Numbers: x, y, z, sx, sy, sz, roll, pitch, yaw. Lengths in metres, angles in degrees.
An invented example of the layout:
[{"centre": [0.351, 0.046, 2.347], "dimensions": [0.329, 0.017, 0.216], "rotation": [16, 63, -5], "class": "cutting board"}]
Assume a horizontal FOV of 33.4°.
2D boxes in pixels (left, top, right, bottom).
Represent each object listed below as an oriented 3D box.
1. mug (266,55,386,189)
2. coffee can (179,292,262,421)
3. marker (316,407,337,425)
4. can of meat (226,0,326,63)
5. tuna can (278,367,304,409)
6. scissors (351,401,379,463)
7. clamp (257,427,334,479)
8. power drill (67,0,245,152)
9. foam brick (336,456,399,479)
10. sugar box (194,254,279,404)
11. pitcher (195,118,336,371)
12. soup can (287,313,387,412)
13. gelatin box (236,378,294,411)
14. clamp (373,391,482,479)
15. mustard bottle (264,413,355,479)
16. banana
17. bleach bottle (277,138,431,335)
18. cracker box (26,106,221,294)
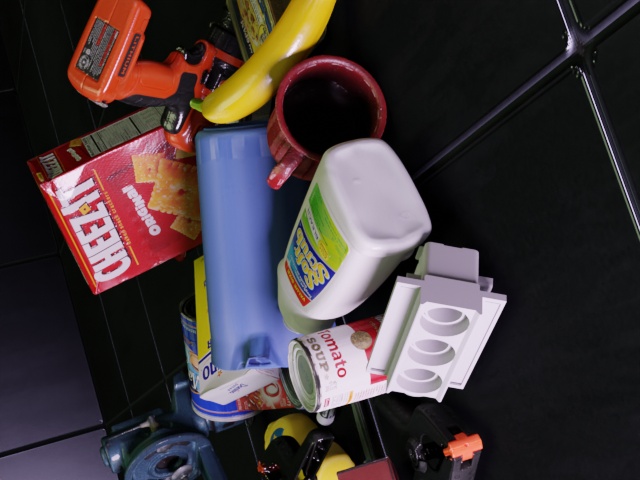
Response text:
[{"centre": [-0.006, -0.089, 0.899], "dimensions": [0.093, 0.117, 0.082], "rotation": [36, 163, -3], "class": "mug"}, {"centre": [-0.118, 0.140, 1.336], "dimensions": [0.103, 0.102, 0.140], "rotation": [-141, 42, -58], "class": "coffee can"}, {"centre": [0.014, 0.158, 1.124], "dimensions": [0.121, 0.020, 0.020], "rotation": [103, 147, -51], "class": "marker"}, {"centre": [-0.040, -0.208, 0.983], "dimensions": [0.084, 0.057, 0.102], "rotation": [-33, 72, 66], "class": "can of meat"}, {"centre": [-0.019, 0.143, 1.180], "dimensions": [0.086, 0.033, 0.086], "rotation": [166, 90, -69], "class": "tuna can"}, {"centre": [0.062, 0.237, 1.055], "dimensions": [0.096, 0.016, 0.202], "rotation": [12, 114, 66], "class": "scissors"}, {"centre": [-0.021, 0.244, 1.087], "dimensions": [0.210, 0.036, 0.164], "rotation": [-155, 58, -67], "class": "clamp"}, {"centre": [-0.139, -0.182, 1.026], "dimensions": [0.057, 0.187, 0.184], "rotation": [32, 101, 33], "class": "power drill"}, {"centre": [0.050, 0.239, 0.997], "dimensions": [0.078, 0.051, 0.053], "rotation": [65, -173, -66], "class": "foam brick"}, {"centre": [-0.098, 0.088, 1.214], "dimensions": [0.093, 0.048, 0.176], "rotation": [-30, 51, 34], "class": "sugar box"}, {"centre": [-0.057, 0.001, 1.081], "dimensions": [0.149, 0.144, 0.243], "rotation": [8, 107, 55], "class": "pitcher"}, {"centre": [0.030, 0.105, 0.933], "dimensions": [0.069, 0.102, 0.068], "rotation": [167, 90, -70], "class": "soup can"}, {"centre": [-0.068, 0.154, 1.255], "dimensions": [0.030, 0.073, 0.089], "rotation": [-43, -56, -70], "class": "gelatin box"}, {"centre": [0.095, 0.188, 0.910], "dimensions": [0.120, 0.039, 0.172], "rotation": [69, 165, -2], "class": "clamp"}, {"centre": [-0.018, 0.250, 1.211], "dimensions": [0.192, 0.058, 0.096], "rotation": [-149, 50, -63], "class": "mustard bottle"}, {"centre": [-0.044, -0.161, 0.907], "dimensions": [0.198, 0.037, 0.070], "rotation": [-42, 58, 23], "class": "banana"}, {"centre": [0.012, 0.022, 0.903], "dimensions": [0.102, 0.068, 0.251], "rotation": [66, 155, 22], "class": "bleach bottle"}, {"centre": [-0.198, -0.057, 1.216], "dimensions": [0.072, 0.213, 0.164], "rotation": [48, 161, 51], "class": "cracker box"}]
